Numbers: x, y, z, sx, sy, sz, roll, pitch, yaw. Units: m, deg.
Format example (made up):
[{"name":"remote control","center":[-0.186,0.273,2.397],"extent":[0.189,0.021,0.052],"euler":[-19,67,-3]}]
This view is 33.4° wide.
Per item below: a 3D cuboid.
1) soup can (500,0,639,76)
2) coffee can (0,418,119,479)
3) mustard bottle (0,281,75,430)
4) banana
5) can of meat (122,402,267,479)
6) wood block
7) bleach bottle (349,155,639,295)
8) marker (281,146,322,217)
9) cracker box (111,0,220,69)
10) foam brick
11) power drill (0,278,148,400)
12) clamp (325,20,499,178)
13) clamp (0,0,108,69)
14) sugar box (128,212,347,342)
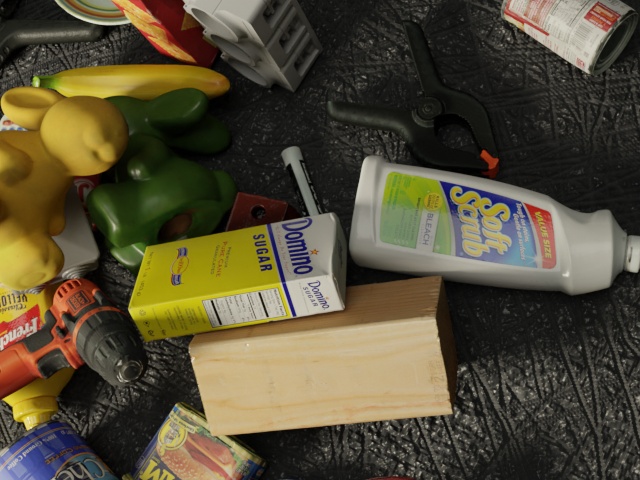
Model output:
[{"name":"soup can","center":[0.223,-0.202,0.955],"extent":[0.102,0.068,0.068],"euler":[39,88,21]},{"name":"coffee can","center":[-0.218,0.242,0.936],"extent":[0.140,0.102,0.103],"euler":[41,89,22]},{"name":"mustard bottle","center":[-0.283,0.095,1.019],"extent":[0.096,0.058,0.191],"euler":[-15,72,-1]},{"name":"banana","center":[-0.179,-0.153,1.058],"extent":[0.198,0.069,0.037],"euler":[0,110,10]},{"name":"can of meat","center":[-0.108,0.203,0.942],"extent":[0.102,0.057,0.084],"euler":[31,82,20]},{"name":"wood block","center":[0.006,0.097,0.904],"extent":[0.206,0.090,0.090],"euler":[-7,110,14]},{"name":"bleach bottle","center":[0.156,-0.010,0.925],"extent":[0.251,0.068,0.102],"euler":[7,76,15]},{"name":"marker","center":[-0.010,-0.032,0.999],"extent":[0.020,0.020,0.121],"euler":[-23,70,9]},{"name":"cracker box","center":[-0.129,-0.277,0.996],"extent":[0.072,0.213,0.164],"euler":[26,83,20]},{"name":"foam brick","center":[-0.056,0.001,0.985],"extent":[0.053,0.051,0.078],"euler":[13,78,18]},{"name":"power drill","center":[-0.242,0.117,0.904],"extent":[0.187,0.057,0.185],"euler":[-34,26,-13]},{"name":"clamp","center":[0.102,-0.126,0.984],"extent":[0.171,0.039,0.120],"euler":[33,90,15]},{"name":"clamp","center":[-0.344,-0.241,1.142],"extent":[0.210,0.036,0.164],"euler":[-26,69,4]},{"name":"sugar box","center":[-0.067,0.030,0.905],"extent":[0.176,0.048,0.093],"euler":[-13,34,11]}]
